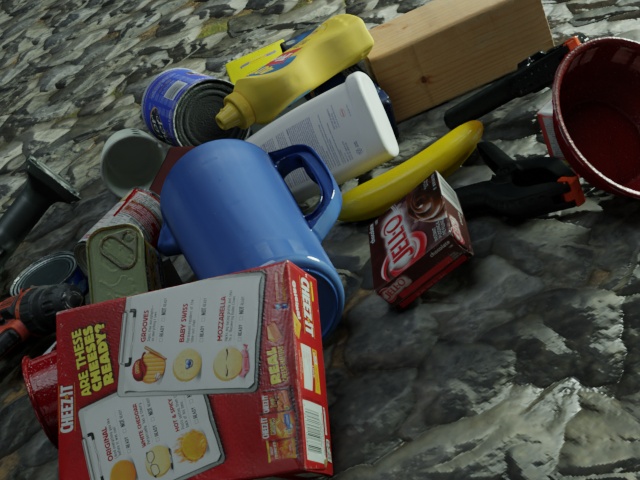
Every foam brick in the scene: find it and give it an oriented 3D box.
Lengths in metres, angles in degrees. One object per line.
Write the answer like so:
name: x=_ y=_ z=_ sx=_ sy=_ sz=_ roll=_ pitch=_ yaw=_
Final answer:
foam brick: x=-0.159 y=-0.065 z=1.246 sx=0.051 sy=0.053 sz=0.078 roll=-1 pitch=56 yaw=39

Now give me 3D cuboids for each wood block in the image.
wood block: x=0.157 y=-0.230 z=1.254 sx=0.206 sy=0.091 sz=0.090 roll=-23 pitch=31 yaw=3

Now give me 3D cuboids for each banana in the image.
banana: x=0.088 y=-0.068 z=1.102 sx=0.198 sy=0.037 sz=0.070 roll=-27 pitch=33 yaw=1

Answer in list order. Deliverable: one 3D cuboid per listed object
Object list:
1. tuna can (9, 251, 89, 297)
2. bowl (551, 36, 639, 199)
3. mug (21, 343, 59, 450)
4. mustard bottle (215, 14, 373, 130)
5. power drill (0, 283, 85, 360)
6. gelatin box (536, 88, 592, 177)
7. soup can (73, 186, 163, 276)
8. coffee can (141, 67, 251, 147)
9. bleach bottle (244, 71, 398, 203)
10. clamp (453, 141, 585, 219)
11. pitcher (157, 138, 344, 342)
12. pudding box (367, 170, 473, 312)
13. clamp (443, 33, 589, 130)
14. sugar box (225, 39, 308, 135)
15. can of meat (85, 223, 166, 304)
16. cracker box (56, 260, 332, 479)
tuna can: x=-0.306 y=0.051 z=1.211 sx=0.086 sy=0.033 sz=0.086 roll=-18 pitch=31 yaw=11
bowl: x=0.267 y=-0.099 z=0.953 sx=0.162 sy=0.162 sz=0.055 roll=-43 pitch=-4 yaw=-28
mug: x=-0.217 y=0.126 z=0.976 sx=0.081 sy=0.093 sz=0.117 roll=-23 pitch=36 yaw=-5
mustard bottle: x=-0.036 y=-0.179 z=1.180 sx=0.191 sy=0.058 sz=0.096 roll=-37 pitch=18 yaw=-20
power drill: x=-0.331 y=0.118 z=1.070 sx=0.185 sy=0.057 sz=0.187 roll=-20 pitch=23 yaw=51
gelatin box: x=0.251 y=-0.114 z=1.024 sx=0.030 sy=0.073 sz=0.089 roll=14 pitch=47 yaw=46
soup can: x=-0.220 y=-0.004 z=1.200 sx=0.069 sy=0.068 sz=0.102 roll=2 pitch=40 yaw=38
coffee can: x=-0.158 y=-0.161 z=1.348 sx=0.102 sy=0.103 sz=0.140 roll=-33 pitch=25 yaw=-14
bleach bottle: x=-0.047 y=-0.086 z=1.161 sx=0.251 sy=0.102 sz=0.068 roll=-23 pitch=-4 yaw=17
clamp: x=0.170 y=-0.047 z=1.016 sx=0.120 sy=0.039 sz=0.172 roll=-43 pitch=27 yaw=-16
pitcher: x=-0.057 y=0.001 z=1.018 sx=0.144 sy=0.149 sz=0.243 roll=6 pitch=25 yaw=-24
pudding box: x=0.089 y=0.000 z=0.973 sx=0.090 sy=0.039 sz=0.113 roll=-39 pitch=24 yaw=21
clamp: x=0.231 y=-0.179 z=1.107 sx=0.164 sy=0.036 sz=0.210 roll=-33 pitch=4 yaw=-17
sugar box: x=-0.069 y=-0.207 z=1.426 sx=0.093 sy=0.048 sz=0.176 roll=-25 pitch=29 yaw=0
can of meat: x=-0.186 y=0.044 z=1.044 sx=0.057 sy=0.084 sz=0.102 roll=-10 pitch=74 yaw=5
cracker box: x=-0.102 y=0.121 z=0.853 sx=0.214 sy=0.072 sz=0.164 roll=-14 pitch=68 yaw=19
